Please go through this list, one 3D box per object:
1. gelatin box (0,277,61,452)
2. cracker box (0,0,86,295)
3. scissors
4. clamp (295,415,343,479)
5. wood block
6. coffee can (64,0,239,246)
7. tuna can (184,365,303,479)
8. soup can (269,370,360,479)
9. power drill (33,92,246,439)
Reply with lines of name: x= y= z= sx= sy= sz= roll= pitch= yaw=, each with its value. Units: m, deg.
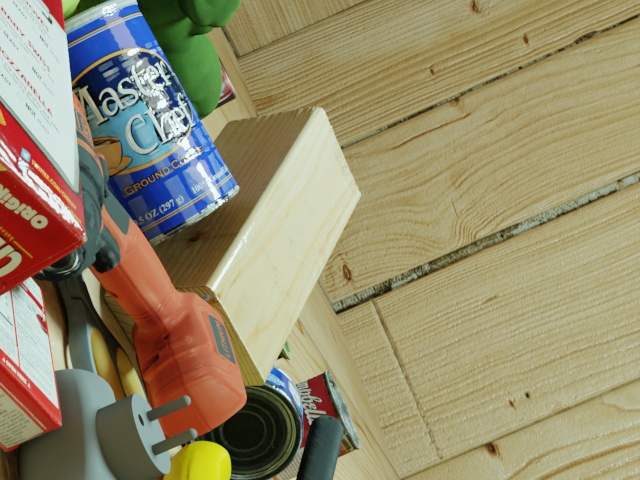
gelatin box: x=-0.143 y=0.032 z=0.445 sx=0.089 sy=0.030 sz=0.073 roll=-114 pitch=178 yaw=-45
cracker box: x=-0.170 y=-0.097 z=0.404 sx=0.164 sy=0.072 sz=0.214 roll=51 pitch=12 yaw=-41
scissors: x=-0.139 y=0.035 z=0.634 sx=0.096 sy=0.016 sz=0.202 roll=65 pitch=3 yaw=-62
clamp: x=-0.021 y=0.232 z=0.706 sx=0.210 sy=0.036 sz=0.165 roll=-63 pitch=163 yaw=-70
wood block: x=-0.056 y=0.000 z=0.770 sx=0.090 sy=0.091 sz=0.205 roll=64 pitch=35 yaw=-31
coffee can: x=-0.129 y=-0.069 z=0.678 sx=0.140 sy=0.103 sz=0.103 roll=61 pitch=4 yaw=-10
tuna can: x=-0.054 y=0.128 z=0.752 sx=0.034 sy=0.086 sz=0.086 roll=-99 pitch=166 yaw=-71
soup can: x=-0.028 y=0.155 z=0.857 sx=0.068 sy=0.102 sz=0.068 roll=-24 pitch=91 yaw=-87
power drill: x=-0.105 y=0.017 z=0.557 sx=0.187 sy=0.057 sz=0.184 roll=63 pitch=0 yaw=-31
